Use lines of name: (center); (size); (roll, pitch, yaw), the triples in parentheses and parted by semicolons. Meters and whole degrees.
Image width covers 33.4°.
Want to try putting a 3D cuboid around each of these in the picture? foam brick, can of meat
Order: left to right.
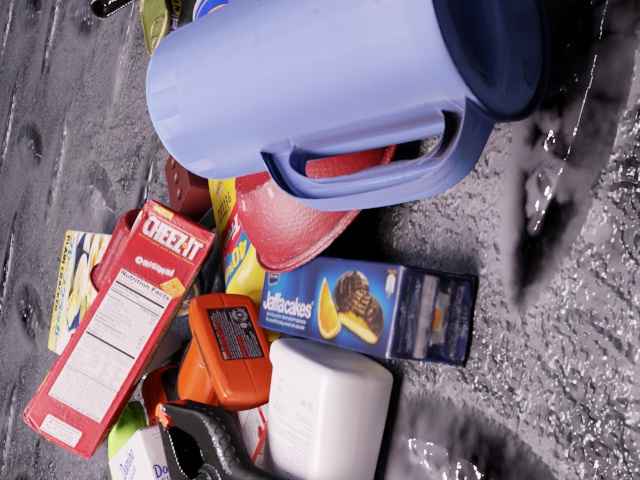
can of meat: (-0.137, -0.230, 1.119); (0.058, 0.083, 0.102); (-58, 35, 37)
foam brick: (-0.121, -0.059, 1.071); (0.053, 0.051, 0.078); (-58, 35, 39)

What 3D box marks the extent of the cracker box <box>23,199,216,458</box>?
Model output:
cracker box: (-0.174, 0.077, 0.947); (0.213, 0.072, 0.164); (-61, 4, -8)

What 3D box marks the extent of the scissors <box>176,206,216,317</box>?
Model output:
scissors: (-0.113, 0.011, 1.056); (0.202, 0.096, 0.016); (-30, 19, 24)

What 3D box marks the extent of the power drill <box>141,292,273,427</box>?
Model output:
power drill: (-0.090, 0.148, 0.868); (0.188, 0.057, 0.184); (-60, 43, 42)

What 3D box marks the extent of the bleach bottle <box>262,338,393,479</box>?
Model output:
bleach bottle: (-0.011, 0.204, 0.768); (0.103, 0.068, 0.251); (21, 103, 61)

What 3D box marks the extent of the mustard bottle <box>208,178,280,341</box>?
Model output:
mustard bottle: (-0.056, 0.001, 0.920); (0.096, 0.058, 0.191); (124, 143, -46)

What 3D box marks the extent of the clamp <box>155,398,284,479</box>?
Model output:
clamp: (-0.070, 0.185, 0.762); (0.172, 0.039, 0.120); (40, 114, 44)

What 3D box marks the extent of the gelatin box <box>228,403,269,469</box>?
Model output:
gelatin box: (-0.048, 0.147, 0.888); (0.089, 0.030, 0.073); (-69, 29, 29)

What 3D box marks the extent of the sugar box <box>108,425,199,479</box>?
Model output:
sugar box: (-0.112, 0.238, 0.829); (0.093, 0.048, 0.176); (-46, 56, 53)

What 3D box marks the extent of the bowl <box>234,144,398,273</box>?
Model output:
bowl: (-0.014, -0.057, 0.793); (0.162, 0.055, 0.162); (-41, 27, 26)

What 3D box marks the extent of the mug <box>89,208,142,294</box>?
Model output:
mug: (-0.192, 0.013, 1.149); (0.082, 0.093, 0.117); (-61, 31, 26)

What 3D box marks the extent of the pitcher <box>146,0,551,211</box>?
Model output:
pitcher: (0.007, -0.102, 0.658); (0.243, 0.149, 0.145); (-12, 109, 38)
